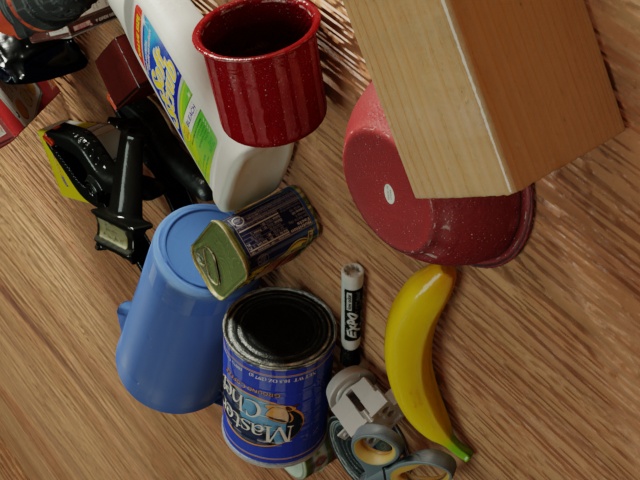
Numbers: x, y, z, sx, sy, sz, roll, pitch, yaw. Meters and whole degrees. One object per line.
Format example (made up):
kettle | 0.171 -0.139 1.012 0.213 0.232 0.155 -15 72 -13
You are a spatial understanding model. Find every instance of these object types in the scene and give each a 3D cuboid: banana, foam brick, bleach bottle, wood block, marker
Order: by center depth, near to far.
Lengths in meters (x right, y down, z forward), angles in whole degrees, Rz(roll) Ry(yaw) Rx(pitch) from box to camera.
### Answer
wood block | 0.072 -0.134 0.566 0.090 0.090 0.206 2 117 60
banana | 0.081 0.089 0.827 0.070 0.037 0.198 7 129 24
marker | 0.026 0.068 0.918 0.020 0.020 0.121 42 147 35
bleach bottle | -0.118 -0.151 0.920 0.251 0.068 0.103 55 153 18
foam brick | -0.171 -0.166 1.009 0.051 0.052 0.078 64 153 -4

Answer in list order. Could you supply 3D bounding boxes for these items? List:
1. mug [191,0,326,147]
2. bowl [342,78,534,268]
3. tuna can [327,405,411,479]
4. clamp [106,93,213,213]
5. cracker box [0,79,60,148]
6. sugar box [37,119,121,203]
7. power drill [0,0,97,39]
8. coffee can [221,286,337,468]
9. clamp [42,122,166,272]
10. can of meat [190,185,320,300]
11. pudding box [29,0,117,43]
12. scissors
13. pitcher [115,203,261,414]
mug | -0.041 -0.129 0.788 0.117 0.093 0.081 -101 0 -50
bowl | 0.064 -0.043 0.707 0.162 0.055 0.162 42 148 34
tuna can | 0.044 0.191 0.987 0.086 0.033 0.086 42 147 35
clamp | -0.161 -0.080 1.089 0.171 0.039 0.120 53 149 18
cracker box | -0.388 -0.194 1.197 0.164 0.072 0.213 57 -168 -18
sugar box | -0.275 -0.092 1.270 0.176 0.048 0.093 15 127 57
power drill | -0.143 -0.201 0.776 0.185 0.187 0.057 13 125 58
coffee can | -0.040 0.127 0.988 0.103 0.102 0.140 42 143 35
clamp | -0.230 -0.051 1.159 0.210 0.036 0.165 39 146 30
can of meat | -0.056 0.001 0.928 0.057 0.083 0.102 59 153 5
pudding box | -0.225 -0.221 1.009 0.114 0.089 0.039 13 128 56
scissors | 0.034 0.200 0.931 0.096 0.016 0.202 39 143 -20
pitcher | -0.123 0.076 1.084 0.243 0.149 0.145 115 152 -55
